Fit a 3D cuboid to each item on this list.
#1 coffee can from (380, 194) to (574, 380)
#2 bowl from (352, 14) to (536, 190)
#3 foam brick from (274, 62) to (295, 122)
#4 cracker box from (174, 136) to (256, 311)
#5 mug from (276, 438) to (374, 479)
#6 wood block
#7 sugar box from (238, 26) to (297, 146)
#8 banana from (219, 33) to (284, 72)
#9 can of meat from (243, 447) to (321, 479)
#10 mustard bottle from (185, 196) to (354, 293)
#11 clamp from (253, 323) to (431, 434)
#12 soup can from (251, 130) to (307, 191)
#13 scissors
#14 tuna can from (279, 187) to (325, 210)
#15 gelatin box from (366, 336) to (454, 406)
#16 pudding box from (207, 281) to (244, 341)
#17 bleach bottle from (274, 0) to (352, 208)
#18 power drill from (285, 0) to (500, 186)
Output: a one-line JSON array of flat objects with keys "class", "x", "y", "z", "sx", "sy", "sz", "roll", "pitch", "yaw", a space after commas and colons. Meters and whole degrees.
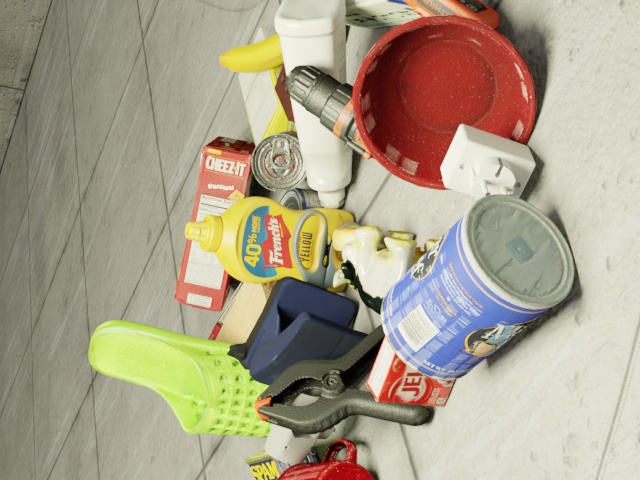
[{"class": "coffee can", "x": 0.127, "y": 0.041, "z": 0.888, "sx": 0.141, "sy": 0.102, "sz": 0.103, "roll": -50, "pitch": 39, "yaw": 48}, {"class": "bowl", "x": 0.112, "y": -0.129, "z": 0.956, "sx": 0.055, "sy": 0.162, "sz": 0.162, "roll": -65, "pitch": -1, "yaw": -61}, {"class": "foam brick", "x": -0.018, "y": -0.185, "z": 1.327, "sx": 0.053, "sy": 0.051, "sz": 0.078, "roll": -65, "pitch": 30, "yaw": 31}, {"class": "cracker box", "x": -0.140, "y": -0.027, "z": 1.449, "sx": 0.164, "sy": 0.072, "sz": 0.214, "roll": -90, "pitch": 12, "yaw": -80}, {"class": "mug", "x": 0.011, "y": 0.259, "z": 1.093, "sx": 0.082, "sy": 0.093, "sz": 0.117, "roll": -29, "pitch": 35, "yaw": 54}, {"class": "wood block", "x": -0.066, "y": 0.129, "z": 1.282, "sx": 0.206, "sy": 0.090, "sz": 0.090, "roll": -62, "pitch": 31, "yaw": 35}, {"class": "sugar box", "x": -0.065, "y": -0.199, "z": 1.439, "sx": 0.176, "sy": 0.048, "sz": 0.093, "roll": -102, "pitch": 32, "yaw": -44}, {"class": "banana", "x": -0.051, "y": -0.260, "z": 1.380, "sx": 0.198, "sy": 0.037, "sz": 0.069, "roll": -29, "pitch": 48, "yaw": 27}, {"class": "can of meat", "x": -0.032, "y": 0.266, "z": 1.178, "sx": 0.102, "sy": 0.057, "sz": 0.084, "roll": -33, "pitch": 78, "yaw": 59}, {"class": "mustard bottle", "x": -0.058, "y": 0.001, "z": 1.186, "sx": 0.058, "sy": 0.191, "sz": 0.096, "roll": 7, "pitch": 89, "yaw": 65}, {"class": "clamp", "x": 0.020, "y": 0.137, "z": 1.053, "sx": 0.039, "sy": 0.171, "sz": 0.120, "roll": 76, "pitch": -171, "yaw": -45}, {"class": "soup can", "x": -0.043, "y": -0.098, "z": 1.289, "sx": 0.102, "sy": 0.068, "sz": 0.068, "roll": -61, "pitch": -16, "yaw": -80}, {"class": "scissors", "x": 0.007, "y": 0.062, "z": 1.181, "sx": 0.016, "sy": 0.096, "sz": 0.202, "roll": -150, "pitch": 55, "yaw": -61}, {"class": "tuna can", "x": -0.026, "y": -0.022, "z": 1.311, "sx": 0.086, "sy": 0.033, "sz": 0.086, "roll": -32, "pitch": 54, "yaw": 59}, {"class": "gelatin box", "x": 0.091, "y": 0.108, "z": 0.976, "sx": 0.030, "sy": 0.073, "sz": 0.089, "roll": 54, "pitch": 131, "yaw": 57}, {"class": "pudding box", "x": -0.114, "y": 0.109, "z": 1.394, "sx": 0.090, "sy": 0.039, "sz": 0.113, "roll": -58, "pitch": 3, "yaw": 39}, {"class": "bleach bottle", "x": 0.001, "y": -0.142, "z": 1.167, "sx": 0.102, "sy": 0.068, "sz": 0.251, "roll": -73, "pitch": -19, "yaw": -53}, {"class": "power drill", "x": 0.071, "y": -0.168, "z": 1.028, "sx": 0.057, "sy": 0.184, "sz": 0.188, "roll": -40, "pitch": -18, "yaw": -57}]
